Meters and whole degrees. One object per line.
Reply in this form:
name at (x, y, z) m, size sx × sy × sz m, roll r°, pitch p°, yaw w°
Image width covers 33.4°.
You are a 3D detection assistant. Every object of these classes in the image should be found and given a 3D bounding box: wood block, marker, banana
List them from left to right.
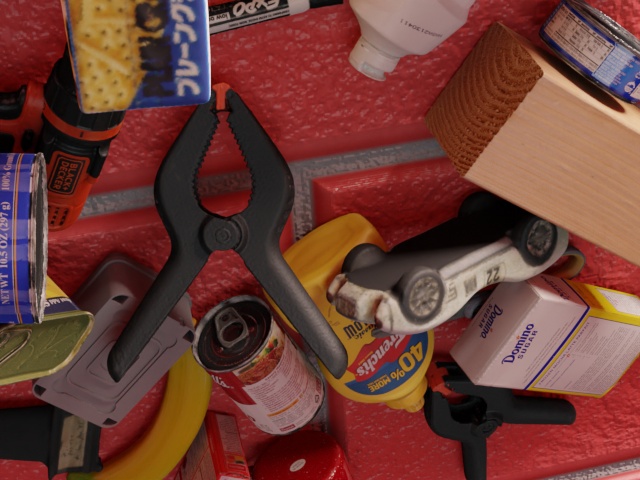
banana at (-0.131, 0.147, 0.862) m, size 0.069 × 0.037 × 0.198 m, roll 25°, pitch 114°, yaw -28°
marker at (-0.040, -0.151, 0.695) m, size 0.121 × 0.020 × 0.020 m, roll -15°, pitch 126°, yaw -5°
wood block at (0.191, -0.062, 0.775) m, size 0.205 × 0.090 × 0.091 m, roll 23°, pitch 115°, yaw -28°

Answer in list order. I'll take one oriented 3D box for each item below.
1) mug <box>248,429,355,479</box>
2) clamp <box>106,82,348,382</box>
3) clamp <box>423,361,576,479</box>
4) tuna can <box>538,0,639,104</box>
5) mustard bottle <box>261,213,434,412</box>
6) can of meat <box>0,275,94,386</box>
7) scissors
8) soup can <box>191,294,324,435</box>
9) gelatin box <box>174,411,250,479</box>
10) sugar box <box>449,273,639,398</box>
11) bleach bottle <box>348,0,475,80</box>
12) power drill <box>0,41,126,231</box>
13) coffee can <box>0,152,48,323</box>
mug at (-0.020, 0.217, 0.918) m, size 0.117 × 0.093 × 0.081 m, roll 1°, pitch 127°, yaw 29°
clamp at (-0.055, 0.001, 0.726) m, size 0.164 × 0.036 × 0.210 m, roll 6°, pitch 94°, yaw -2°
clamp at (0.153, 0.149, 0.940) m, size 0.120 × 0.039 × 0.171 m, roll -37°, pitch 133°, yaw 3°
tuna can at (0.193, -0.131, 0.731) m, size 0.086 × 0.086 × 0.034 m, roll 23°, pitch 116°, yaw -28°
mustard bottle at (0.037, 0.074, 0.844) m, size 0.096 × 0.058 × 0.191 m, roll -37°, pitch 127°, yaw -5°
can of meat at (-0.217, 0.047, 0.712) m, size 0.057 × 0.084 × 0.101 m, roll -55°, pitch 159°, yaw 19°
scissors at (0.129, 0.063, 0.859) m, size 0.201 × 0.016 × 0.096 m, roll -24°, pitch 137°, yaw -17°
soup can at (-0.046, 0.098, 0.826) m, size 0.068 × 0.068 × 0.102 m, roll -29°, pitch 134°, yaw 5°
gelatin box at (-0.091, 0.200, 0.886) m, size 0.030 × 0.073 × 0.089 m, roll 14°, pitch 119°, yaw -23°
sugar box at (0.196, 0.079, 0.875) m, size 0.175 × 0.048 × 0.093 m, roll 15°, pitch 118°, yaw -39°
bleach bottle at (0.082, -0.214, 0.660) m, size 0.102 × 0.068 × 0.251 m, roll 17°, pitch 120°, yaw -27°
power drill at (-0.214, -0.087, 0.647) m, size 0.187 × 0.057 × 0.185 m, roll 13°, pitch 134°, yaw -20°
coffee can at (-0.234, -0.002, 0.623) m, size 0.140 × 0.103 × 0.103 m, roll 1°, pitch 123°, yaw -10°
